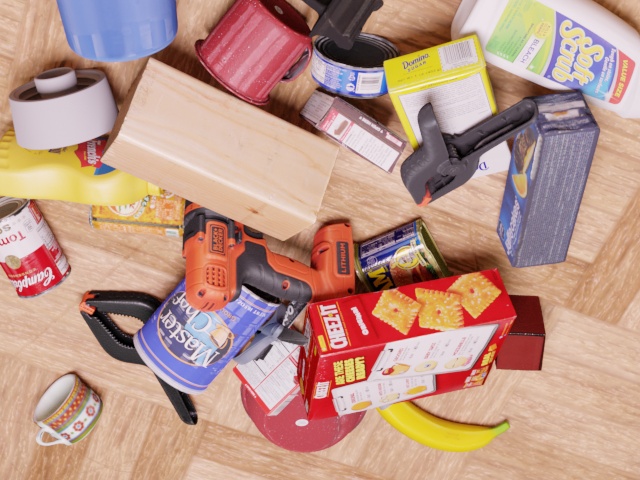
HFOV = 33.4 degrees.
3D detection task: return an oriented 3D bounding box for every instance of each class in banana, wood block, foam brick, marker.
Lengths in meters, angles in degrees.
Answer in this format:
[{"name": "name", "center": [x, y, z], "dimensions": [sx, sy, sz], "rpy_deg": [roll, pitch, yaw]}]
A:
[{"name": "banana", "center": [0.132, 0.218, 1.317], "dimensions": [0.197, 0.037, 0.070], "rpy_deg": [21, 100, -11]}, {"name": "wood block", "center": [-0.100, -0.086, 1.056], "dimensions": [0.206, 0.090, 0.091], "rpy_deg": [24, 160, -17]}, {"name": "foam brick", "center": [0.224, 0.104, 1.209], "dimensions": [0.051, 0.078, 0.053], "rpy_deg": [2, 120, 4]}, {"name": "marker", "center": [-0.040, 0.091, 1.233], "dimensions": [0.020, 0.020, 0.121], "rpy_deg": [37, 97, -18]}]

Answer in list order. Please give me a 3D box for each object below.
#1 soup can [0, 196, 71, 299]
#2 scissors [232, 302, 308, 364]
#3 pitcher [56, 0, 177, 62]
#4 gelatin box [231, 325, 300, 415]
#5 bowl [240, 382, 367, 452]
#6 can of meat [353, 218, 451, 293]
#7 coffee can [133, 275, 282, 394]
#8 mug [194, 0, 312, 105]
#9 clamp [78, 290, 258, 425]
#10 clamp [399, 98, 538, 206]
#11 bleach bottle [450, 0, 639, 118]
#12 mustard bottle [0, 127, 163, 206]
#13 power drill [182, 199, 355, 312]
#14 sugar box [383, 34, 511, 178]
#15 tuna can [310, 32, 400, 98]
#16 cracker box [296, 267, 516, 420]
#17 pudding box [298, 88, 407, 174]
[{"name": "soup can", "center": [-0.333, 0.005, 1.199], "dimensions": [0.068, 0.068, 0.102], "rpy_deg": [-15, 119, 14]}, {"name": "scissors", "center": [-0.058, 0.114, 1.167], "dimensions": [0.016, 0.202, 0.096], "rpy_deg": [38, 94, -15]}, {"name": "pitcher", "center": [-0.187, -0.294, 0.969], "dimensions": [0.149, 0.144, 0.243], "rpy_deg": [12, 129, 21]}, {"name": "gelatin box", "center": [-0.049, 0.150, 1.256], "dimensions": [0.089, 0.030, 0.073], "rpy_deg": [-45, 70, 9]}, {"name": "bowl", "center": [-0.021, 0.208, 1.309], "dimensions": [0.162, 0.055, 0.162], "rpy_deg": [2, 122, 3]}, {"name": "can of meat", "center": [0.094, 0.035, 1.189], "dimensions": [0.084, 0.057, 0.102], "rpy_deg": [-24, 118, 15]}, {"name": "coffee can", "center": [-0.126, 0.087, 1.193], "dimensions": [0.102, 0.103, 0.140], "rpy_deg": [38, 102, -18]}, {"name": "mug", "center": [-0.054, -0.190, 1.047], "dimensions": [0.117, 0.093, 0.082], "rpy_deg": [19, 122, -44]}, {"name": "clamp", "center": [-0.197, 0.130, 1.282], "dimensions": [0.210, 0.036, 0.165], "rpy_deg": [24, 113, -10]}, {"name": "clamp", "center": [0.135, -0.086, 1.029], "dimensions": [0.120, 0.039, 0.172], "rpy_deg": [-3, 157, -11]}, {"name": "bleach bottle", "center": [0.258, -0.187, 1.031], "dimensions": [0.250, 0.068, 0.103], "rpy_deg": [20, 124, -11]}, {"name": "mustard bottle", "center": [-0.241, -0.075, 1.123], "dimensions": [0.191, 0.096, 0.058], "rpy_deg": [7, 122, 1]}, {"name": "power drill", "center": [-0.057, 0.001, 1.138], "dimensions": [0.187, 0.184, 0.057], "rpy_deg": [12, 149, -23]}, {"name": "sugar box", "center": [0.129, -0.122, 1.051], "dimensions": [0.093, 0.048, 0.176], "rpy_deg": [-13, 150, 12]}, {"name": "tuna can", "center": [0.034, -0.172, 1.044], "dimensions": [0.086, 0.086, 0.034], "rpy_deg": [8, 124, -1]}, {"name": "cracker box", "center": [0.087, 0.114, 1.159], "dimensions": [0.213, 0.072, 0.164], "rpy_deg": [-9, 148, -12]}, {"name": "pudding box", "center": [0.031, -0.111, 1.068], "dimensions": [0.090, 0.113, 0.039], "rpy_deg": [31, 93, -14]}]
